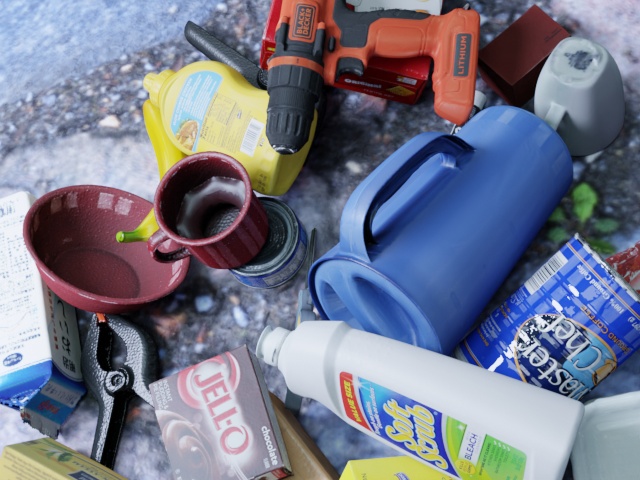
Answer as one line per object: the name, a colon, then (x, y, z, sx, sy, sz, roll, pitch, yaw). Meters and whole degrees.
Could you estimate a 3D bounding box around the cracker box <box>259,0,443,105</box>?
cracker box: (0.041, -0.257, 1.069, 0.164, 0.072, 0.213, 13, 71, -2)

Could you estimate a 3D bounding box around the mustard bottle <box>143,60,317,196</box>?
mustard bottle: (-0.100, -0.122, 1.047, 0.192, 0.058, 0.096, 28, 105, 26)

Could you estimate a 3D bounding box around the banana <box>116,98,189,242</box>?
banana: (-0.154, -0.065, 1.064, 0.037, 0.069, 0.197, -39, 35, 34)

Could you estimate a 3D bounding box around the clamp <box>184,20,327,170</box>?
clamp: (-0.057, -0.164, 1.097, 0.164, 0.036, 0.210, -10, 68, 10)

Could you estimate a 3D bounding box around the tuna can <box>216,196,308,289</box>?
tuna can: (-0.057, 0.001, 1.030, 0.086, 0.033, 0.086, -6, 67, 13)

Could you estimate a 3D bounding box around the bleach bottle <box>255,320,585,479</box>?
bleach bottle: (0.068, 0.126, 0.822, 0.251, 0.103, 0.068, 19, 45, 16)

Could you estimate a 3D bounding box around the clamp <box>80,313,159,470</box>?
clamp: (-0.173, 0.136, 1.002, 0.120, 0.039, 0.171, -16, 69, 8)

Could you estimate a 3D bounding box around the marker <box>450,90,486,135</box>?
marker: (0.128, -0.089, 1.025, 0.020, 0.020, 0.121, 20, 74, 22)

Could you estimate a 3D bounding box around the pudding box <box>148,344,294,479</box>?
pudding box: (-0.081, 0.153, 0.869, 0.090, 0.039, 0.113, -24, 64, 6)

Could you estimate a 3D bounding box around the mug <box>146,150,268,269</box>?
mug: (-0.106, -0.016, 0.984, 0.117, 0.081, 0.093, -36, 63, -2)

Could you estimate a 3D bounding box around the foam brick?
foam brick: (0.196, -0.175, 1.024, 0.078, 0.051, 0.053, -40, 64, -3)

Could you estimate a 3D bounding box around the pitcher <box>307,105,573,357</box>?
pitcher: (0.108, -0.014, 0.899, 0.145, 0.149, 0.242, 42, 61, 3)

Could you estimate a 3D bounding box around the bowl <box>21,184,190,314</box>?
bowl: (-0.209, 0.019, 1.027, 0.162, 0.055, 0.162, 16, 39, -13)

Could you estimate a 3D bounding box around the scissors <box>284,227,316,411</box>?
scissors: (-0.011, 0.051, 0.947, 0.016, 0.096, 0.201, 9, 59, -4)

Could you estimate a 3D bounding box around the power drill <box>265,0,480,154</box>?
power drill: (0.047, -0.156, 0.970, 0.187, 0.057, 0.184, 8, 76, -3)

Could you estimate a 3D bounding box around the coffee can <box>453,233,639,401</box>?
coffee can: (0.194, 0.078, 0.872, 0.140, 0.102, 0.103, -45, 63, 11)
